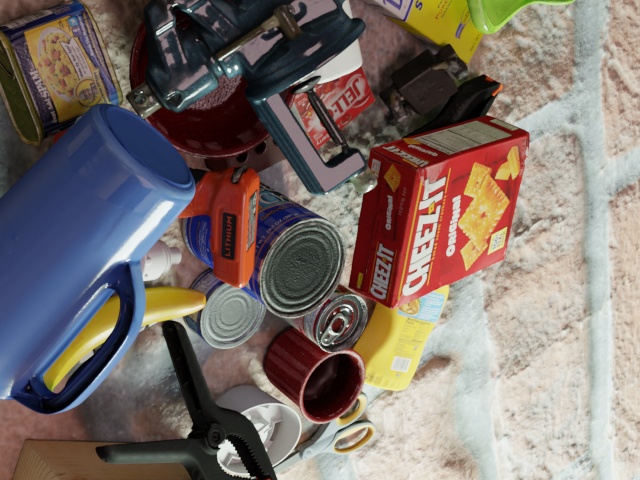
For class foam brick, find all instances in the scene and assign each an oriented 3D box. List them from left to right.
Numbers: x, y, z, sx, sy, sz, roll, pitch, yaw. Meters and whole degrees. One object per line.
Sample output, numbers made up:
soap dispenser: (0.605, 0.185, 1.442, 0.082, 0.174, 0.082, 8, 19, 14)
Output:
foam brick: (-0.073, -0.099, 1.047, 0.078, 0.051, 0.053, -29, 128, -26)

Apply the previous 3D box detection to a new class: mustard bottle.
mustard bottle: (0.105, 0.084, 1.283, 0.096, 0.058, 0.192, 16, 101, -45)

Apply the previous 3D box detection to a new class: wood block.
wood block: (-0.205, 0.267, 1.098, 0.205, 0.091, 0.090, 12, 104, -43)

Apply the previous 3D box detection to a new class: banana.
banana: (-0.204, 0.089, 1.028, 0.197, 0.070, 0.037, -35, 163, -30)

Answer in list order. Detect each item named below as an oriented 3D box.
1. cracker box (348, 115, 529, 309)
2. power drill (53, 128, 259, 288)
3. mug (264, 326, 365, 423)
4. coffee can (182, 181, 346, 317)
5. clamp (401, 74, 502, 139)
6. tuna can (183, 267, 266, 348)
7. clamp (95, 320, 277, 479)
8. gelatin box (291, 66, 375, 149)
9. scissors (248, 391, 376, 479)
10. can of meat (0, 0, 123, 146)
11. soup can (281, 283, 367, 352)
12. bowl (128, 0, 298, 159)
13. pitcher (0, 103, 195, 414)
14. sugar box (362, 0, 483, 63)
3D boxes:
cracker box: (0.134, -0.034, 1.160, 0.213, 0.072, 0.164, -20, 127, -45)
power drill: (-0.153, -0.008, 0.951, 0.187, 0.057, 0.184, 8, 111, 5)
mug: (-0.005, 0.154, 1.212, 0.093, 0.082, 0.117, -46, 133, -12)
coffee can: (-0.057, 0.001, 1.049, 0.102, 0.140, 0.103, -19, 122, -32)
clamp: (0.143, -0.128, 1.206, 0.171, 0.039, 0.120, -54, 162, -9)
tuna can: (-0.099, 0.070, 1.124, 0.086, 0.034, 0.086, -18, 122, -32)
clamp: (-0.119, 0.192, 1.099, 0.209, 0.036, 0.164, 38, 55, -29)
gelatin box: (0.008, -0.150, 1.103, 0.089, 0.030, 0.073, -40, 132, -16)
scissors: (-0.010, 0.238, 1.297, 0.201, 0.016, 0.096, -8, 115, -37)
can of meat: (-0.222, -0.142, 0.889, 0.083, 0.058, 0.102, -29, 114, -28)
soup can: (-0.007, 0.069, 1.152, 0.068, 0.102, 0.068, -19, 122, -32)
bowl: (-0.102, -0.158, 0.975, 0.161, 0.055, 0.162, -7, 108, -23)
pitcher: (-0.210, 0.015, 0.873, 0.149, 0.145, 0.243, 36, 108, -31)
sugar box: (0.113, -0.264, 1.121, 0.175, 0.048, 0.093, 22, 97, -45)
